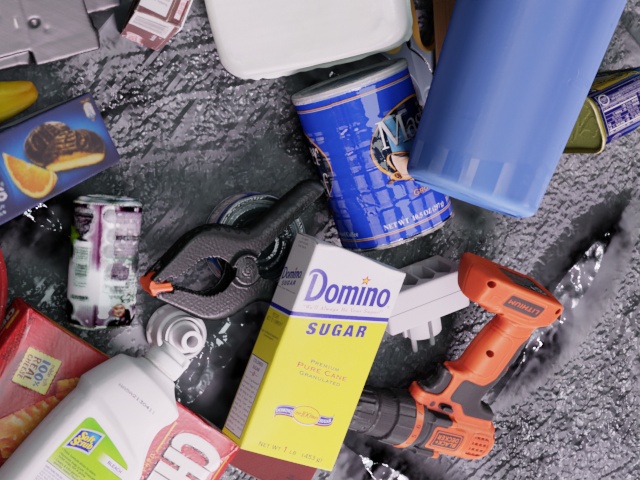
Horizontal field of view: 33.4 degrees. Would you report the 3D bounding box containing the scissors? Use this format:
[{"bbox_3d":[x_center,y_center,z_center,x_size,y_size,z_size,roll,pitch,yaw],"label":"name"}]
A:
[{"bbox_3d":[0.079,-0.139,0.967,0.096,0.016,0.202,-5,95,-25],"label":"scissors"}]

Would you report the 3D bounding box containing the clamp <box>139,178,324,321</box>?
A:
[{"bbox_3d":[-0.059,0.029,0.875,0.171,0.039,0.120,-21,99,-20],"label":"clamp"}]

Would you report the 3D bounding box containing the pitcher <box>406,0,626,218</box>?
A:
[{"bbox_3d":[0.162,-0.144,0.839,0.149,0.145,0.243,19,93,-6],"label":"pitcher"}]

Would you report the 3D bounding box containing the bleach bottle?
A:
[{"bbox_3d":[-0.181,0.182,0.784,0.102,0.068,0.250,45,76,-22],"label":"bleach bottle"}]

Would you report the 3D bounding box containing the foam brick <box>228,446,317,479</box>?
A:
[{"bbox_3d":[-0.044,0.180,0.924,0.078,0.051,0.053,32,83,-22],"label":"foam brick"}]

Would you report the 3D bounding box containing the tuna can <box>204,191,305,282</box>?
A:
[{"bbox_3d":[-0.056,0.001,0.914,0.086,0.034,0.086,-2,95,-23],"label":"tuna can"}]

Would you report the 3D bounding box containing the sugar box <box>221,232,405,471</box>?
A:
[{"bbox_3d":[-0.004,0.091,0.870,0.093,0.048,0.176,20,92,-30],"label":"sugar box"}]

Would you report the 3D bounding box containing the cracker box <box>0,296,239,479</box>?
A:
[{"bbox_3d":[-0.197,0.172,0.849,0.213,0.072,0.164,38,81,-22],"label":"cracker box"}]

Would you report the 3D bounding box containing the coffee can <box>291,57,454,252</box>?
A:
[{"bbox_3d":[0.045,-0.073,0.913,0.102,0.103,0.140,-24,103,-19],"label":"coffee can"}]

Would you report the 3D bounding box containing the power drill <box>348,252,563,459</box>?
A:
[{"bbox_3d":[0.115,0.106,0.947,0.184,0.057,0.188,19,110,-35],"label":"power drill"}]

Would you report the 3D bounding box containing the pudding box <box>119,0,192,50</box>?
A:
[{"bbox_3d":[-0.118,-0.201,0.828,0.039,0.114,0.090,22,85,-18],"label":"pudding box"}]
